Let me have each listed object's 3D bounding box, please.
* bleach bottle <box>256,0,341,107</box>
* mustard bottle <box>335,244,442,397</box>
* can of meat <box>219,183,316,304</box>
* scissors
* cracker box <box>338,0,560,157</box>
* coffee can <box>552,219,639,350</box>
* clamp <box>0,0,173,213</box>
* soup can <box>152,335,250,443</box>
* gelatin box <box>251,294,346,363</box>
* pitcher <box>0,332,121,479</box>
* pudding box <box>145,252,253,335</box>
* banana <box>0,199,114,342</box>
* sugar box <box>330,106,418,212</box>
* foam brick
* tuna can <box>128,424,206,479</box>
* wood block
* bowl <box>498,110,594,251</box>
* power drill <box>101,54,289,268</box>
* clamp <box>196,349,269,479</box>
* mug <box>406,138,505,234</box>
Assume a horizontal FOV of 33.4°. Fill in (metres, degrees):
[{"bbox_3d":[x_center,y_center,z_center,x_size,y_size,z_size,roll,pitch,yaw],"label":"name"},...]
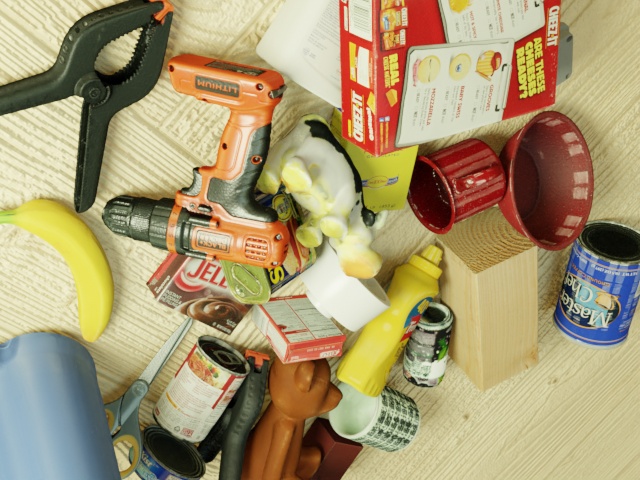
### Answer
[{"bbox_3d":[0.047,-0.254,0.995,0.102,0.068,0.251,25,104,-42],"label":"bleach bottle"},{"bbox_3d":[0.089,0.090,1.259,0.191,0.058,0.096,-60,164,-2],"label":"mustard bottle"},{"bbox_3d":[-0.057,0.001,1.084,0.083,0.058,0.102,-34,113,-44],"label":"can of meat"},{"bbox_3d":[-0.190,0.181,1.161,0.201,0.016,0.096,-38,95,-2],"label":"scissors"},{"bbox_3d":[0.121,-0.186,0.995,0.213,0.072,0.164,-18,122,-26],"label":"cracker box"},{"bbox_3d":[0.372,0.059,1.410,0.102,0.103,0.140,-12,127,-26],"label":"coffee can"},{"bbox_3d":[-0.201,-0.127,0.942,0.210,0.036,0.164,-42,134,0],"label":"clamp"},{"bbox_3d":[-0.133,0.165,1.181,0.068,0.069,0.102,21,109,-41],"label":"soup can"},{"bbox_3d":[-0.025,0.098,1.187,0.073,0.089,0.030,-5,124,-31],"label":"gelatin box"},{"bbox_3d":[-0.250,0.216,1.018,0.149,0.243,0.145,-1,126,-26],"label":"pitcher"},{"bbox_3d":[-0.113,0.040,1.121,0.113,0.039,0.090,31,101,-44],"label":"pudding box"},{"bbox_3d":[-0.240,0.022,1.031,0.069,0.037,0.197,-22,133,5],"label":"banana"},{"bbox_3d":[0.059,-0.113,1.117,0.093,0.048,0.176,-7,127,-27],"label":"sugar box"},{"bbox_3d":[0.005,0.274,1.364,0.052,0.051,0.078,21,108,-40],"label":"foam brick"},{"bbox_3d":[-0.174,0.250,1.204,0.086,0.086,0.034,26,107,-42],"label":"tuna can"},{"bbox_3d":[0.209,0.075,1.324,0.090,0.090,0.206,-25,133,-16],"label":"wood block"},{"bbox_3d":[0.251,-0.068,1.242,0.161,0.055,0.162,0,89,-42],"label":"bowl"},{"bbox_3d":[-0.111,-0.073,0.990,0.184,0.057,0.188,11,111,8],"label":"power drill"},{"bbox_3d":[-0.096,0.211,1.209,0.039,0.120,0.171,11,110,-30],"label":"clamp"},{"bbox_3d":[0.155,-0.065,1.174,0.081,0.117,0.093,-23,92,-24],"label":"mug"}]
